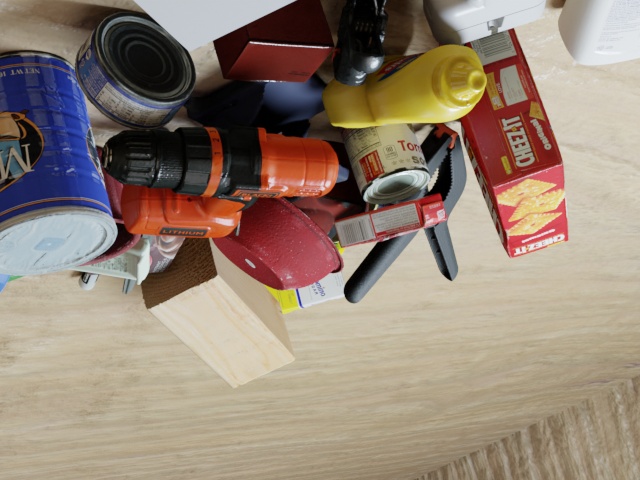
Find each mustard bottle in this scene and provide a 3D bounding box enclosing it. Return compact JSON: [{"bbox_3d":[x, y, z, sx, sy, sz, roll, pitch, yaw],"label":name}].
[{"bbox_3d":[0.079,-0.126,0.875,0.096,0.058,0.192,-22,-167,-19],"label":"mustard bottle"}]

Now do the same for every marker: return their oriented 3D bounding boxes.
[{"bbox_3d":[-0.244,0.022,1.167,0.020,0.020,0.121,-6,156,-27],"label":"marker"}]

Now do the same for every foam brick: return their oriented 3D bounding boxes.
[{"bbox_3d":[-0.039,-0.159,0.833,0.078,0.051,0.053,-3,156,-33],"label":"foam brick"}]

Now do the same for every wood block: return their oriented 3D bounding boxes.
[{"bbox_3d":[-0.118,0.074,1.218,0.090,0.091,0.206,-26,142,8],"label":"wood block"}]

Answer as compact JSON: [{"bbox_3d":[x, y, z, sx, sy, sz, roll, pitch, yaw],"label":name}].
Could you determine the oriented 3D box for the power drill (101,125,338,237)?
[{"bbox_3d":[-0.102,-0.045,0.861,0.184,0.057,0.188,3,170,-25],"label":"power drill"}]

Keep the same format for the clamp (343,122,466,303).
[{"bbox_3d":[0.102,-0.025,1.151,0.164,0.036,0.210,-18,131,-34],"label":"clamp"}]

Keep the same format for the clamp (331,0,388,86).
[{"bbox_3d":[0.031,-0.157,0.814,0.039,0.120,0.171,15,161,-1],"label":"clamp"}]

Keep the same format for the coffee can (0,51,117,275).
[{"bbox_3d":[-0.221,-0.057,0.818,0.102,0.140,0.103,-15,159,-6],"label":"coffee can"}]

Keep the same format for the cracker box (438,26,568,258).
[{"bbox_3d":[0.174,-0.093,1.008,0.072,0.164,0.213,-19,159,7],"label":"cracker box"}]

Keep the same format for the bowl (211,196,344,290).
[{"bbox_3d":[-0.057,0.001,1.069,0.055,0.162,0.162,-54,166,-16],"label":"bowl"}]

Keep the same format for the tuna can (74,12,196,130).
[{"bbox_3d":[-0.136,-0.126,0.791,0.085,0.086,0.034,1,151,-40],"label":"tuna can"}]

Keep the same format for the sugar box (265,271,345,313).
[{"bbox_3d":[-0.059,0.077,1.387,0.176,0.048,0.093,-11,176,-8],"label":"sugar box"}]

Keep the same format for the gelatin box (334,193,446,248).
[{"bbox_3d":[0.068,-0.018,1.019,0.089,0.030,0.073,-14,-179,24],"label":"gelatin box"}]

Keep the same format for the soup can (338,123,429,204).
[{"bbox_3d":[0.056,-0.093,1.000,0.068,0.102,0.068,-15,159,-6],"label":"soup can"}]
